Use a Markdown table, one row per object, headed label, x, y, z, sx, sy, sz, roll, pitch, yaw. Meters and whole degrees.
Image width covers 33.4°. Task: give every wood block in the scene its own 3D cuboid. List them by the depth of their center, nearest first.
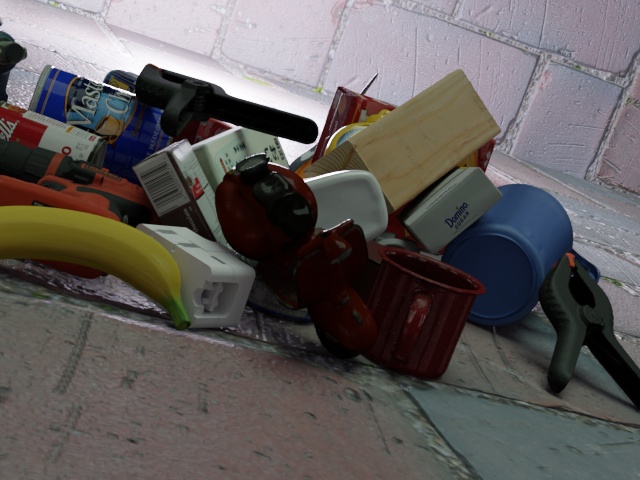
| label | x | y | z | sx | sy | sz | roll | pitch | yaw |
| --- | --- | --- | --- | --- | --- | --- | --- | --- | --- |
| wood block | 0.092 | -0.098 | 1.168 | 0.205 | 0.091 | 0.090 | -35 | 93 | -38 |

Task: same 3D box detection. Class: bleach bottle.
| label | x | y | z | sx | sy | sz | roll | pitch | yaw |
| --- | --- | --- | --- | --- | --- | --- | --- | --- | --- |
| bleach bottle | -0.012 | -0.028 | 1.024 | 0.102 | 0.068 | 0.251 | -17 | 6 | -9 |

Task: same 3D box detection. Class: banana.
| label | x | y | z | sx | sy | sz | roll | pitch | yaw |
| --- | --- | --- | --- | --- | --- | --- | --- | --- | --- |
| banana | -0.181 | 0.007 | 0.753 | 0.197 | 0.037 | 0.069 | 15 | 41 | -13 |

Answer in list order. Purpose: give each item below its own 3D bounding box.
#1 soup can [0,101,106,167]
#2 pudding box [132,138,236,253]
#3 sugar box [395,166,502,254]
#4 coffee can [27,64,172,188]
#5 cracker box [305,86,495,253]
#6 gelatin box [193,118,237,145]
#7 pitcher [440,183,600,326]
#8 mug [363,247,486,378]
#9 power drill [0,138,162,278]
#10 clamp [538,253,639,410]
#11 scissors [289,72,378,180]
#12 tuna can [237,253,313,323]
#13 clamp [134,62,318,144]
| label | x | y | z | sx | sy | sz | roll | pitch | yaw |
| --- | --- | --- | --- | --- | --- | --- | --- | --- | --- |
| soup can | -0.259 | -0.081 | 0.995 | 0.102 | 0.068 | 0.068 | 20 | 12 | -3 |
| pudding box | -0.112 | -0.027 | 0.916 | 0.039 | 0.113 | 0.090 | -24 | 9 | 6 |
| sugar box | 0.132 | -0.034 | 1.123 | 0.048 | 0.093 | 0.176 | 50 | 4 | -6 |
| coffee can | -0.225 | -0.108 | 1.085 | 0.140 | 0.103 | 0.103 | 18 | 12 | -11 |
| cracker box | 0.099 | -0.084 | 1.355 | 0.213 | 0.164 | 0.072 | 15 | 11 | -25 |
| gelatin box | -0.115 | -0.090 | 1.216 | 0.073 | 0.089 | 0.030 | 29 | 14 | 35 |
| pitcher | 0.215 | 0.020 | 1.181 | 0.149 | 0.145 | 0.242 | -20 | 4 | 19 |
| mug | 0.076 | 0.062 | 0.863 | 0.093 | 0.081 | 0.117 | 20 | 12 | 2 |
| power drill | -0.219 | -0.034 | 0.873 | 0.184 | 0.057 | 0.187 | 19 | 12 | -6 |
| clamp | 0.241 | 0.084 | 1.004 | 0.120 | 0.039 | 0.171 | 12 | 43 | -34 |
| scissors | 0.014 | -0.125 | 1.384 | 0.016 | 0.201 | 0.096 | 42 | -4 | 20 |
| tuna can | -0.035 | 0.038 | 0.907 | 0.086 | 0.034 | 0.086 | 19 | 12 | -4 |
| clamp | -0.125 | -0.133 | 1.025 | 0.164 | 0.036 | 0.210 | -3 | 23 | -44 |
